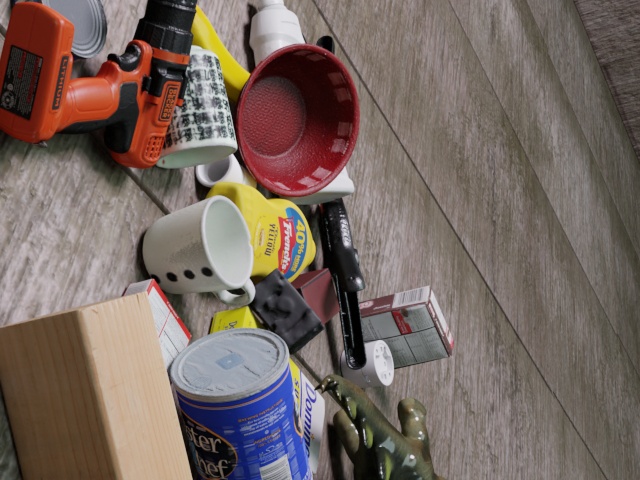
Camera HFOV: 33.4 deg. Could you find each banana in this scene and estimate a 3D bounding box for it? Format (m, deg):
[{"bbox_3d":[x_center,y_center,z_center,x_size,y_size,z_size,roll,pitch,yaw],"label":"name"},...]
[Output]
[{"bbox_3d":[-0.087,-0.183,1.147,0.197,0.037,0.069,27,83,-38],"label":"banana"}]

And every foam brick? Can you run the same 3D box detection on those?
[{"bbox_3d":[-0.021,0.069,1.172,0.078,0.053,0.051,-32,107,-62],"label":"foam brick"}]

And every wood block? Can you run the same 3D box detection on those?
[{"bbox_3d":[-0.164,0.151,0.801,0.090,0.090,0.206,-14,90,-65],"label":"wood block"}]

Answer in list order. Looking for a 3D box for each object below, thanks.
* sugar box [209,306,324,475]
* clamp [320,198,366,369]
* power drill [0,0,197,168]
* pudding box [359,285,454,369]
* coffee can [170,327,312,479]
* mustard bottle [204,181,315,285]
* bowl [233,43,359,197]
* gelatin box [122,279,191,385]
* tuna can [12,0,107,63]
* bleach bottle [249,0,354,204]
[{"bbox_3d":[-0.054,0.156,1.072,0.176,0.048,0.093,52,34,-39],"label":"sugar box"},{"bbox_3d":[0.027,0.024,1.249,0.164,0.036,0.210,89,-7,-57],"label":"clamp"},{"bbox_3d":[-0.176,-0.148,0.880,0.187,0.057,0.184,-8,116,-60],"label":"power drill"},{"bbox_3d":[0.098,0.112,1.323,0.090,0.114,0.039,64,26,-26],"label":"pudding box"},{"bbox_3d":[-0.067,0.163,0.940,0.102,0.103,0.140,-58,144,-56],"label":"coffee can"},{"bbox_3d":[-0.057,0.001,1.120,0.191,0.058,0.096,17,80,-62],"label":"mustard bottle"},{"bbox_3d":[-0.036,-0.129,1.137,0.161,0.055,0.162,-10,106,-36],"label":"bowl"},{"bbox_3d":[-0.152,0.090,0.922,0.073,0.030,0.089,61,30,-32],"label":"gelatin box"},{"bbox_3d":[-0.222,-0.193,0.910,0.086,0.034,0.086,38,46,-53],"label":"tuna can"},{"bbox_3d":[-0.031,-0.170,1.256,0.102,0.068,0.251,-1,77,-61],"label":"bleach bottle"}]
